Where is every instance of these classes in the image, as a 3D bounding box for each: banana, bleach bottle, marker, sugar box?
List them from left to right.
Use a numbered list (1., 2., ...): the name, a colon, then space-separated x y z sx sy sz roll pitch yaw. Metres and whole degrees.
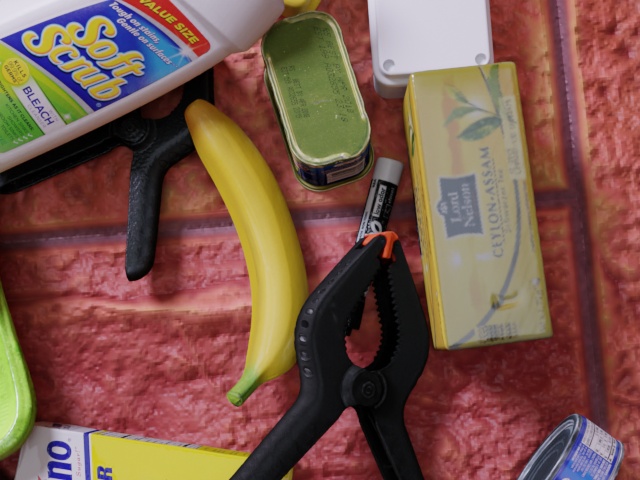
1. bleach bottle: -0.125 -0.131 0.647 0.251 0.068 0.102 -24 118 13
2. sugar box: -0.109 0.174 0.685 0.176 0.048 0.093 7 83 1
3. banana: -0.042 0.004 0.693 0.037 0.069 0.198 -16 81 38
4. marker: 0.031 0.005 0.711 0.020 0.020 0.121 15 84 3

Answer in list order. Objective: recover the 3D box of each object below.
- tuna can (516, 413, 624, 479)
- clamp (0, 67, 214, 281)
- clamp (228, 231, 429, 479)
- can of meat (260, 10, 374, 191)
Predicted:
1. tuna can: 0.148 0.150 0.660 0.034 0.086 0.086 35 86 6
2. clamp: -0.135 -0.071 0.715 0.120 0.039 0.171 26 80 0
3. clamp: 0.029 0.101 0.674 0.164 0.036 0.210 23 76 -26
4. can of meat: -0.002 -0.089 0.690 0.057 0.084 0.102 -17 84 -1
